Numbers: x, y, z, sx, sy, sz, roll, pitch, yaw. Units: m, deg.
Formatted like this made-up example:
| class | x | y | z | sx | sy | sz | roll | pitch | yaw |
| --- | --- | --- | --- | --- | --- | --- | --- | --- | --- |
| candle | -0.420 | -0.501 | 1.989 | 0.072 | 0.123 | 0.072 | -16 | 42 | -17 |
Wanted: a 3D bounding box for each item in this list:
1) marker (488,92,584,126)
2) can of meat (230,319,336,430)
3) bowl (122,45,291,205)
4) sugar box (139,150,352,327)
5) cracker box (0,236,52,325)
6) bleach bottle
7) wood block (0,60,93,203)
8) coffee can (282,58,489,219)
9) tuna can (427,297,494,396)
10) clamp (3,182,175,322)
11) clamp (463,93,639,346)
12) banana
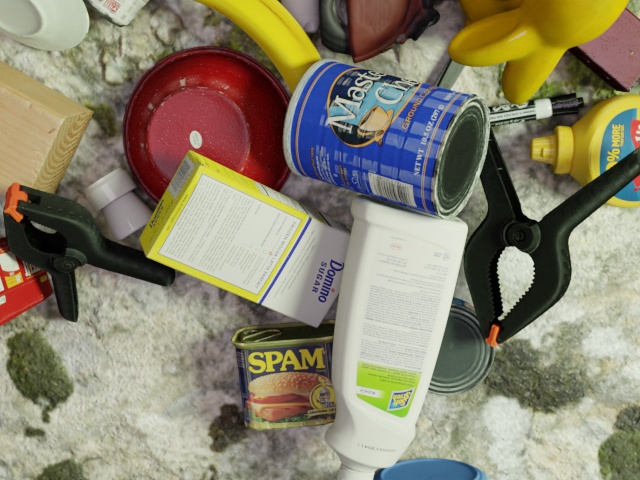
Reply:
| class | x | y | z | sx | sy | sz | roll | pitch | yaw |
| --- | --- | --- | --- | --- | --- | --- | --- | --- | --- |
| marker | 0.169 | -0.111 | 0.932 | 0.121 | 0.020 | 0.020 | -9 | 99 | 6 |
| can of meat | -0.025 | 0.122 | 0.971 | 0.102 | 0.057 | 0.084 | -5 | 101 | 5 |
| bowl | -0.102 | -0.090 | 0.941 | 0.162 | 0.055 | 0.162 | 1 | 99 | 5 |
| sugar box | -0.056 | 0.001 | 0.924 | 0.176 | 0.048 | 0.093 | 25 | 104 | -29 |
| cracker box | -0.366 | 0.059 | 0.935 | 0.214 | 0.164 | 0.072 | -15 | 96 | 7 |
| bleach bottle | 0.049 | 0.094 | 0.917 | 0.102 | 0.068 | 0.251 | 13 | 99 | -7 |
| wood block | -0.319 | -0.121 | 0.937 | 0.206 | 0.090 | 0.091 | 29 | 102 | -1 |
| coffee can | 0.054 | -0.085 | 0.880 | 0.140 | 0.102 | 0.103 | 18 | 102 | 26 |
| tuna can | 0.113 | 0.095 | 0.965 | 0.086 | 0.033 | 0.086 | 1 | 100 | 5 |
| clamp | -0.224 | 0.015 | 0.936 | 0.120 | 0.039 | 0.171 | -32 | 132 | 19 |
| clamp | 0.183 | -0.009 | 0.896 | 0.165 | 0.036 | 0.210 | 13 | 103 | 29 |
| banana | -0.053 | -0.177 | 0.903 | 0.197 | 0.037 | 0.070 | 37 | 144 | -17 |
